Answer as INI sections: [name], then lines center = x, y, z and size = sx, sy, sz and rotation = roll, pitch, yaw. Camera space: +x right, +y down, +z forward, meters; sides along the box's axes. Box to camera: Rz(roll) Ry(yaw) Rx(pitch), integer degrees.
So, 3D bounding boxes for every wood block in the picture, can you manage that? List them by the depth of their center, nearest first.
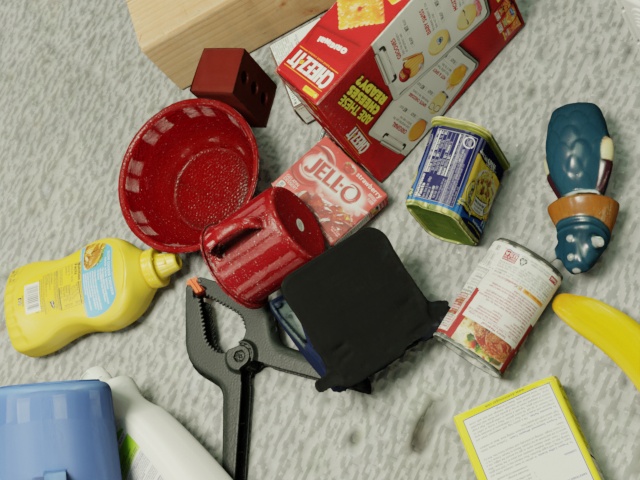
[wood block]
center = -0.093, -0.261, 1.141
size = 0.206, 0.090, 0.091
rotation = -26, 60, 13

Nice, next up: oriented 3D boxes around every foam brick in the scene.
[foam brick]
center = -0.089, -0.158, 1.102
size = 0.051, 0.078, 0.053
rotation = 6, 71, 27

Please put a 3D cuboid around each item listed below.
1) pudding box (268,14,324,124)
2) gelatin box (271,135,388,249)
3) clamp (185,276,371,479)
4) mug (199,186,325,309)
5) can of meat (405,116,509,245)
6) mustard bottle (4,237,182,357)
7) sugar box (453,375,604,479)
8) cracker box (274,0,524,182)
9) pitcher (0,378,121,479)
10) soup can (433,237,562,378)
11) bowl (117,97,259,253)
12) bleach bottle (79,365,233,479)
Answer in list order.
[pudding box]
center = 0.012, -0.185, 1.091
size = 0.113, 0.039, 0.090
rotation = -28, 61, 14
[gelatin box]
center = 0.009, -0.045, 1.024
size = 0.073, 0.030, 0.089
rotation = -42, 73, -5
[clamp]
center = -0.073, 0.122, 1.003
size = 0.164, 0.036, 0.210
rotation = -45, 62, 1
[mug]
center = -0.056, 0.001, 0.969
size = 0.082, 0.117, 0.093
rotation = -34, 62, 24
[can of meat]
center = 0.121, -0.050, 0.950
size = 0.058, 0.102, 0.084
rotation = 15, 78, 28
[mustard bottle]
center = -0.229, 0.049, 1.091
size = 0.192, 0.058, 0.096
rotation = -19, 61, 16
[sugar box]
center = 0.182, 0.206, 0.850
size = 0.093, 0.048, 0.176
rotation = -26, 65, 13
[cracker box]
center = 0.078, -0.182, 0.987
size = 0.213, 0.164, 0.072
rotation = -48, 57, -1
[pitcher]
center = -0.228, 0.245, 0.924
size = 0.149, 0.144, 0.243
rotation = -10, 81, 31
[soup can]
center = 0.152, 0.057, 0.911
size = 0.069, 0.068, 0.102
rotation = 30, 83, 31
[bowl]
center = -0.124, -0.060, 1.084
size = 0.162, 0.055, 0.162
rotation = -6, 74, 23
[bleach bottle]
center = -0.147, 0.202, 0.977
size = 0.251, 0.067, 0.103
rotation = 46, 123, 33
